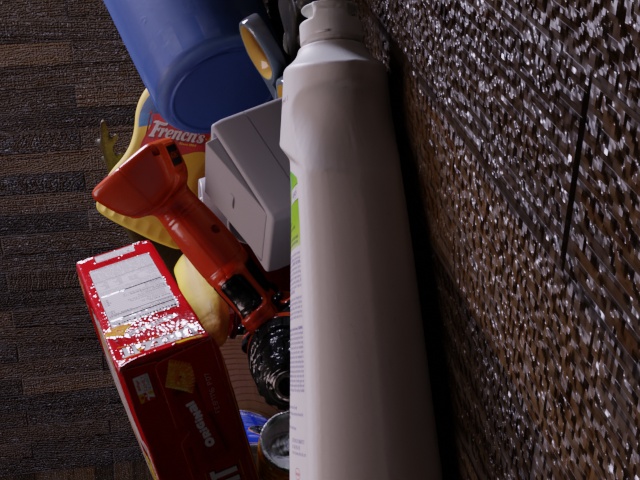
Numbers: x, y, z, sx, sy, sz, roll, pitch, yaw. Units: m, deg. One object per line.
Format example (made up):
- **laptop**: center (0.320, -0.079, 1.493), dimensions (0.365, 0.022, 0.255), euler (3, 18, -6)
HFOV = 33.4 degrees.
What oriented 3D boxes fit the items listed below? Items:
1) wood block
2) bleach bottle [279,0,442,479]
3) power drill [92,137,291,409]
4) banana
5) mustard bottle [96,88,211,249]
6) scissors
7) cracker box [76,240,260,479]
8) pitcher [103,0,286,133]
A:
- **wood block**: center (-0.096, 0.152, 1.104), dimensions (0.206, 0.090, 0.091), euler (133, 133, -77)
- **bleach bottle**: center (0.013, 0.009, 0.501), dimensions (0.103, 0.068, 0.251), euler (143, 125, -78)
- **power drill**: center (-0.066, 0.021, 0.700), dimensions (0.187, 0.057, 0.184), euler (51, -178, -7)
- **banana**: center (-0.101, 0.043, 0.925), dimensions (0.198, 0.037, 0.069), euler (-155, 43, -80)
- **mustard bottle**: center (-0.126, -0.095, 0.973), dimensions (0.192, 0.096, 0.058), euler (-66, -9, 7)
- **scissors**: center (-0.032, -0.106, 0.749), dimensions (0.096, 0.016, 0.202), euler (59, 173, -8)
- **cracker box**: center (-0.111, 0.109, 0.789), dimensions (0.214, 0.072, 0.164), euler (-139, 31, -64)
- **pitcher**: center (-0.111, -0.215, 0.865), dimensions (0.149, 0.145, 0.243), euler (87, 161, -60)
